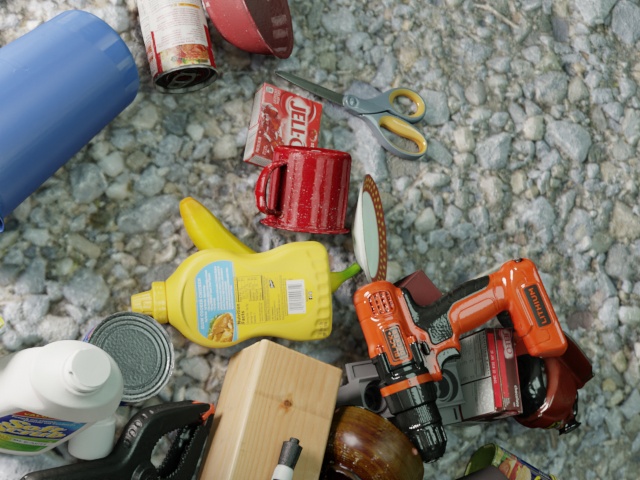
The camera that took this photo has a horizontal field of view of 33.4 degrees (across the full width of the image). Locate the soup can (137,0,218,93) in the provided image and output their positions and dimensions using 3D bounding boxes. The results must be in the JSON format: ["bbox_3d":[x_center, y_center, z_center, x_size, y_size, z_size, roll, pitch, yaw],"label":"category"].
[{"bbox_3d":[-0.149,-0.212,1.107,0.068,0.069,0.102,-6,76,-30],"label":"soup can"}]

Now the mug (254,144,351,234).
[{"bbox_3d":[-0.020,-0.054,1.091,0.117,0.093,0.081,-1,101,-43],"label":"mug"}]

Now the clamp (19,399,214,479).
[{"bbox_3d":[-0.165,0.224,0.957,0.209,0.036,0.164,-38,122,-43],"label":"clamp"}]

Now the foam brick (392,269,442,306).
[{"bbox_3d":[0.089,0.074,1.136,0.051,0.078,0.052,51,58,-4],"label":"foam brick"}]

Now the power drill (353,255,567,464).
[{"bbox_3d":[0.143,0.107,1.055,0.187,0.057,0.184,-18,81,-9],"label":"power drill"}]

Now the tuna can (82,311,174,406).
[{"bbox_3d":[-0.183,0.112,1.002,0.086,0.034,0.086,9,70,-26],"label":"tuna can"}]

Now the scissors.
[{"bbox_3d":[0.047,-0.168,1.230,0.201,0.016,0.096,34,59,-15],"label":"scissors"}]

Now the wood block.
[{"bbox_3d":[-0.056,0.211,1.005,0.090,0.090,0.206,24,64,-19],"label":"wood block"}]

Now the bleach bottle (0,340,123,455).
[{"bbox_3d":[-0.225,0.121,0.846,0.102,0.251,0.068,19,65,-22],"label":"bleach bottle"}]

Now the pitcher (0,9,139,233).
[{"bbox_3d":[-0.289,-0.113,0.973,0.242,0.145,0.149,-47,111,-35],"label":"pitcher"}]

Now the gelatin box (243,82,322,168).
[{"bbox_3d":[-0.039,-0.118,1.158,0.073,0.030,0.089,18,66,-23],"label":"gelatin box"}]

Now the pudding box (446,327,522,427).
[{"bbox_3d":[0.167,0.147,1.134,0.039,0.114,0.090,5,72,-24],"label":"pudding box"}]

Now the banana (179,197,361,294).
[{"bbox_3d":[-0.061,0.020,1.086,0.197,0.037,0.070,21,97,-16],"label":"banana"}]

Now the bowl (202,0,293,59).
[{"bbox_3d":[-0.086,-0.263,1.138,0.162,0.055,0.162,-17,90,-73],"label":"bowl"}]

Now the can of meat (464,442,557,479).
[{"bbox_3d":[0.196,0.279,1.141,0.084,0.058,0.102,32,62,-14],"label":"can of meat"}]

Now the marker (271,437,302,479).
[{"bbox_3d":[-0.041,0.231,0.941,0.020,0.020,0.121,29,62,-18],"label":"marker"}]

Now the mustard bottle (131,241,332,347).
[{"bbox_3d":[-0.087,0.055,1.039,0.191,0.058,0.096,-4,99,-9],"label":"mustard bottle"}]
